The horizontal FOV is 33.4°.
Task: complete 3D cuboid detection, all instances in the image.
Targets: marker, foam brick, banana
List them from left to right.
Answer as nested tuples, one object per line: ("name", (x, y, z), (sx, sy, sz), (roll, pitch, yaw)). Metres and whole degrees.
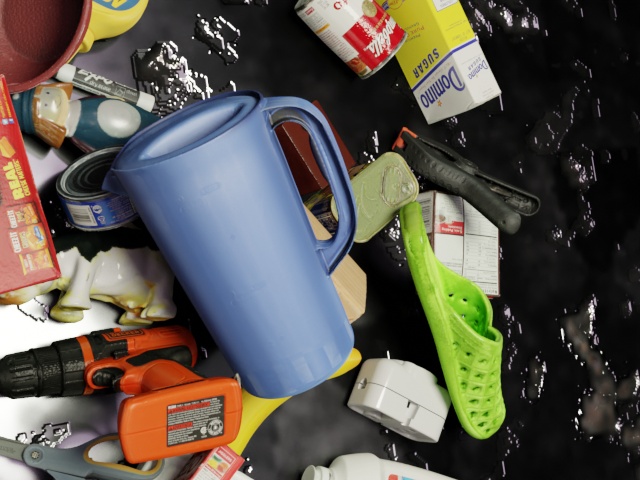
("marker", (-0.212, -0.146, 0.988), (0.121, 0.020, 0.020), (19, 74, -25))
("banana", (-0.041, 0.150, 1.035), (0.197, 0.037, 0.069), (-40, 132, -24))
("foam brick", (-0.013, -0.092, 1.071), (0.052, 0.051, 0.078), (-39, 102, -28))

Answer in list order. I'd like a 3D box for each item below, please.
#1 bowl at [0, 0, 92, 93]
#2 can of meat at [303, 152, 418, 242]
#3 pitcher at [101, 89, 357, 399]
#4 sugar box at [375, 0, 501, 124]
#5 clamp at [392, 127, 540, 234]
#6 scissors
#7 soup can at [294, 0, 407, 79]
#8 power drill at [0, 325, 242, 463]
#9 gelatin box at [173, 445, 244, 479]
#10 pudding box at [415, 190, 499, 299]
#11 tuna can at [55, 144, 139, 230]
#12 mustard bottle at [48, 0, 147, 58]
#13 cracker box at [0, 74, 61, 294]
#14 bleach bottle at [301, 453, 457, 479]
("bowl", (-0.255, -0.203, 0.922), (0.055, 0.162, 0.162), (1, 80, -70))
("can of meat", (0.035, -0.038, 1.072), (0.102, 0.084, 0.057), (-40, 102, -27))
("pitcher", (-0.053, 0.004, 0.880), (0.144, 0.149, 0.243), (-40, 117, -32))
("sugar box", (0.115, -0.218, 1.136), (0.048, 0.093, 0.176), (-28, 96, -28))
("clamp", (0.150, -0.061, 1.115), (0.171, 0.120, 0.039), (28, 105, 5))
("scissors", (-0.232, 0.200, 0.894), (0.201, 0.016, 0.096), (2, 73, -9))
("soup can", (0.031, -0.227, 1.106), (0.102, 0.069, 0.068), (43, 65, -16))
("power drill", (-0.163, 0.121, 0.885), (0.184, 0.188, 0.057), (-8, 108, -30))
("gelatin box", (-0.105, 0.204, 0.885), (0.030, 0.089, 0.073), (41, 67, -4))
("pudding box", (0.149, 0.006, 1.155), (0.089, 0.039, 0.113), (6, 82, -29))
("tuna can", (-0.183, -0.047, 0.921), (0.086, 0.086, 0.034), (-38, 131, -27))
("mustard bottle", (-0.201, -0.247, 0.985), (0.096, 0.058, 0.191), (28, 71, -18))
("cracker box", (-0.320, -0.020, 0.786), (0.213, 0.072, 0.164), (-17, 90, -28))
("bleach bottle", (0.093, 0.281, 1.074), (0.250, 0.068, 0.102), (22, 73, -22))
